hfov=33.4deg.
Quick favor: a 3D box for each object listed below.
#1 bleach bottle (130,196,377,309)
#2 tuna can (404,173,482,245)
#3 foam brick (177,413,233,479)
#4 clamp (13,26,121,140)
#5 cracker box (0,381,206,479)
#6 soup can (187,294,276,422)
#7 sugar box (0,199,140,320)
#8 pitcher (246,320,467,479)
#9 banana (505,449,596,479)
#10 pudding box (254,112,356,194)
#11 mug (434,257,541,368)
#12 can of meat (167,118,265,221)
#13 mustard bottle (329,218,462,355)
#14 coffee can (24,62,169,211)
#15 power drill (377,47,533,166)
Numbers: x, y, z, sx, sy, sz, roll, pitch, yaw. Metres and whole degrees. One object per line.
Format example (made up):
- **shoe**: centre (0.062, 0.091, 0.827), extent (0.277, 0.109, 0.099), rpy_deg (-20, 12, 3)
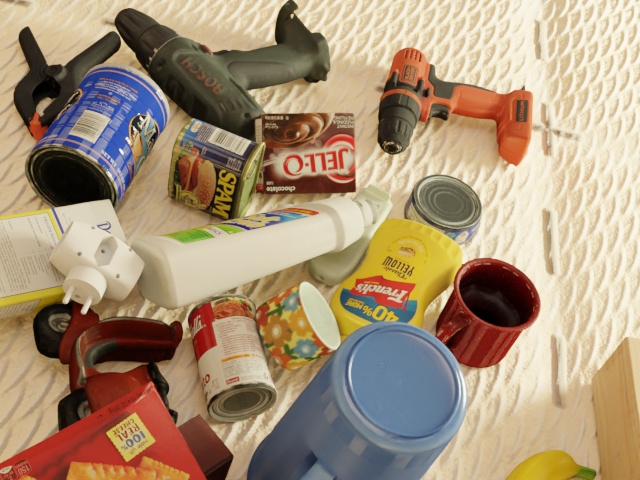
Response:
- **bleach bottle**: centre (-0.057, 0.001, 1.083), extent (0.250, 0.068, 0.103), rpy_deg (-17, 16, -27)
- **tuna can**: centre (0.141, -0.035, 1.221), extent (0.086, 0.034, 0.086), rpy_deg (8, 49, -10)
- **foam brick**: centre (-0.124, 0.201, 0.931), extent (0.078, 0.053, 0.051), rpy_deg (-29, 64, -35)
- **clamp**: centre (-0.308, -0.185, 1.207), extent (0.120, 0.039, 0.171), rpy_deg (7, 49, 14)
- **cracker box**: centre (-0.153, 0.243, 0.825), extent (0.164, 0.072, 0.214), rpy_deg (-27, 77, -21)
- **soup can**: centre (-0.083, 0.111, 1.008), extent (0.068, 0.069, 0.102), rpy_deg (-3, 53, -20)
- **sugar box**: centre (-0.269, 0.020, 1.015), extent (0.175, 0.048, 0.093), rpy_deg (-10, 68, -41)
- **pitcher**: centre (0.022, 0.172, 0.872), extent (0.145, 0.243, 0.149), rpy_deg (7, 56, -14)
- **banana**: centre (0.193, 0.255, 0.992), extent (0.070, 0.037, 0.197), rpy_deg (37, 51, 14)
- **pudding box**: centre (-0.016, -0.097, 1.192), extent (0.113, 0.039, 0.090), rpy_deg (-2, 93, -17)
- **mug**: centre (0.160, 0.083, 1.096), extent (0.117, 0.082, 0.093), rpy_deg (-28, 64, -34)
- **can of meat**: centre (-0.112, -0.073, 1.132), extent (0.084, 0.102, 0.057), rpy_deg (23, 48, 5)
- **mustard bottle**: centre (0.063, 0.065, 1.088), extent (0.096, 0.058, 0.191), rpy_deg (24, 56, 20)
- **coffee can**: centre (-0.231, -0.104, 1.120), extent (0.103, 0.103, 0.140), rpy_deg (21, 48, 1)
- **power drill**: centre (0.164, -0.153, 1.312), extent (0.187, 0.057, 0.184), rpy_deg (17, 48, -3)
